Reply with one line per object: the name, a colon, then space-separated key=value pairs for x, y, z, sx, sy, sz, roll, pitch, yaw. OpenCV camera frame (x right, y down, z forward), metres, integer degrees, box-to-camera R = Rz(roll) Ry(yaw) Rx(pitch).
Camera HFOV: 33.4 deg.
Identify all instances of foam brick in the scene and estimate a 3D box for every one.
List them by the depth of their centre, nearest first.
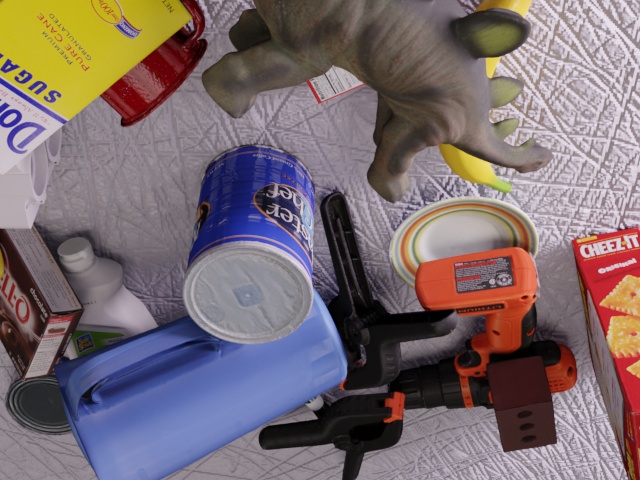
foam brick: x=0.184 y=0.149 z=0.975 sx=0.053 sy=0.051 sz=0.078 roll=-11 pitch=139 yaw=9

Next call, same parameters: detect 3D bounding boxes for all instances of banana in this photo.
banana: x=0.127 y=-0.120 z=0.853 sx=0.069 sy=0.037 sz=0.198 roll=-11 pitch=131 yaw=-13

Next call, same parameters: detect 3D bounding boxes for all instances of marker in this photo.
marker: x=-0.020 y=0.146 z=1.074 sx=0.020 sy=0.020 sz=0.121 roll=-25 pitch=124 yaw=19

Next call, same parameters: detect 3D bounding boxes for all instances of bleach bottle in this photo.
bleach bottle: x=-0.188 y=0.104 z=1.019 sx=0.102 sy=0.068 sz=0.251 roll=-10 pitch=125 yaw=5

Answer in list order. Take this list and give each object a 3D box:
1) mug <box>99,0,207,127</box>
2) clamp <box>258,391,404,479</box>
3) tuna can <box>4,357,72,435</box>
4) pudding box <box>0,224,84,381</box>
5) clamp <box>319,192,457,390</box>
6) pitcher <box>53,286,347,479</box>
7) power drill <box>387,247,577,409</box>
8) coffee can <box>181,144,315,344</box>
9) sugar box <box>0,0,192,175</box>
mug: x=-0.137 y=-0.151 z=0.796 sx=0.117 sy=0.093 sz=0.081 roll=-27 pitch=119 yaw=36
clamp: x=0.017 y=0.190 z=1.066 sx=0.120 sy=0.039 sz=0.172 roll=17 pitch=139 yaw=-20
tuna can: x=-0.272 y=0.156 z=1.079 sx=0.086 sy=0.033 sz=0.086 roll=1 pitch=128 yaw=1
pudding box: x=-0.261 y=0.053 z=0.952 sx=0.039 sy=0.114 sz=0.090 roll=-11 pitch=142 yaw=-44
clamp: x=0.050 y=0.077 z=0.959 sx=0.036 sy=0.165 sz=0.210 roll=-27 pitch=143 yaw=-28
pitcher: x=-0.104 y=0.120 z=0.941 sx=0.242 sy=0.149 sz=0.145 roll=-24 pitch=104 yaw=-11
power drill: x=0.140 y=0.091 z=0.990 sx=0.184 sy=0.057 sz=0.187 roll=-11 pitch=139 yaw=9
coffee can: x=-0.056 y=0.001 z=0.883 sx=0.103 sy=0.140 sz=0.103 roll=1 pitch=128 yaw=1
sugar box: x=-0.184 y=-0.133 z=0.722 sx=0.176 sy=0.048 sz=0.093 roll=-41 pitch=122 yaw=1
